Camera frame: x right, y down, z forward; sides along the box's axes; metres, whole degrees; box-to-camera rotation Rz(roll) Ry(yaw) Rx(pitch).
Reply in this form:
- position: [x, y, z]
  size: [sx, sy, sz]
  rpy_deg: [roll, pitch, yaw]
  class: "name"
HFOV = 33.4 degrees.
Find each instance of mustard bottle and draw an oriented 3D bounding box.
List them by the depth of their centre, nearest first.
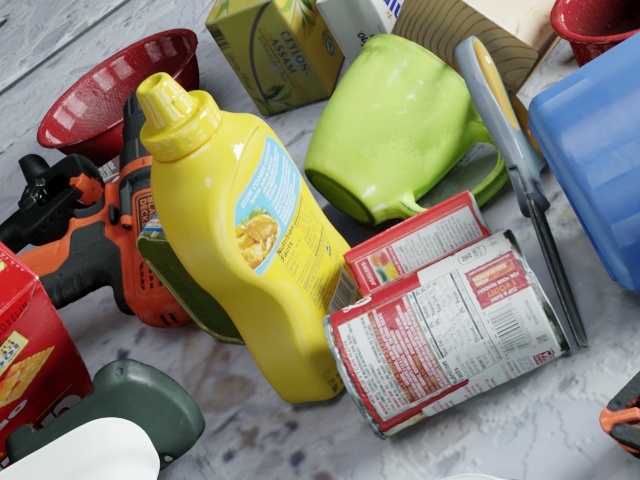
- position: [-0.037, -0.008, 0.559]
  size: [0.058, 0.191, 0.096]
  rpy_deg: [-10, 39, 30]
  class: "mustard bottle"

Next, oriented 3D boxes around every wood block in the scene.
- position: [0.144, -0.188, 0.704]
  size: [0.206, 0.091, 0.090]
  rpy_deg: [-51, -6, -24]
  class: "wood block"

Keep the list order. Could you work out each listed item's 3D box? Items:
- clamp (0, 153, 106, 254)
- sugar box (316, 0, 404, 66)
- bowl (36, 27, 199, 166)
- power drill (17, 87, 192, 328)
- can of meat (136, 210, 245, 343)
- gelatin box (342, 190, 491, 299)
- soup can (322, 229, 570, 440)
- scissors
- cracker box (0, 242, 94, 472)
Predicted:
- position: [-0.219, -0.036, 0.852]
  size: [0.172, 0.039, 0.120]
  rpy_deg: [-16, 52, 41]
  class: "clamp"
- position: [0.055, -0.197, 0.815]
  size: [0.048, 0.093, 0.176]
  rpy_deg: [-13, 39, 28]
  class: "sugar box"
- position: [-0.161, -0.112, 0.913]
  size: [0.162, 0.055, 0.162]
  rpy_deg: [-24, 31, 15]
  class: "bowl"
- position: [-0.174, -0.012, 0.729]
  size: [0.188, 0.057, 0.184]
  rpy_deg: [-15, 59, 9]
  class: "power drill"
- position: [-0.054, 0.001, 0.646]
  size: [0.058, 0.102, 0.083]
  rpy_deg: [2, 49, 41]
  class: "can of meat"
- position: [0.055, 0.002, 0.582]
  size: [0.073, 0.030, 0.089]
  rpy_deg: [-27, -2, 9]
  class: "gelatin box"
- position: [0.061, 0.046, 0.522]
  size: [0.102, 0.068, 0.068]
  rpy_deg: [-27, 34, 8]
  class: "soup can"
- position: [0.122, -0.025, 0.595]
  size: [0.016, 0.096, 0.202]
  rpy_deg: [-29, 64, 23]
  class: "scissors"
- position: [-0.208, 0.095, 0.566]
  size: [0.072, 0.214, 0.164]
  rpy_deg: [39, 70, 14]
  class: "cracker box"
